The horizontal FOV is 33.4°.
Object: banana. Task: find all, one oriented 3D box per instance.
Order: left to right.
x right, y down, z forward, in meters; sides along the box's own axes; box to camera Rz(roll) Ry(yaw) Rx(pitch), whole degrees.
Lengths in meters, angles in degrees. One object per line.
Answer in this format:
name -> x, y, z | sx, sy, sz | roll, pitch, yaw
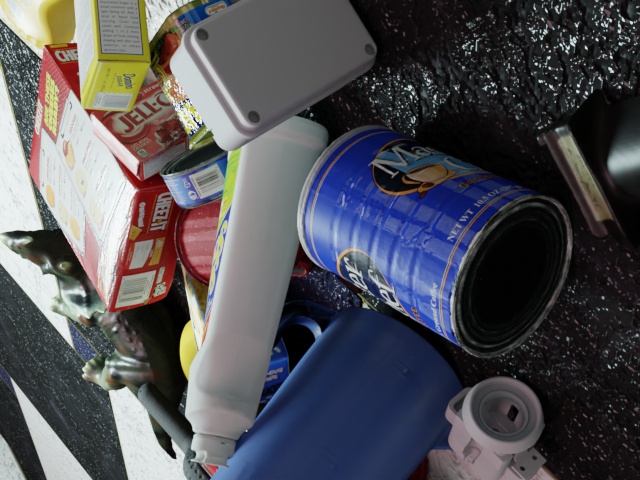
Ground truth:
banana -> -0.135, 0.133, 1.251 | 0.070, 0.037, 0.198 | 27, 146, 18

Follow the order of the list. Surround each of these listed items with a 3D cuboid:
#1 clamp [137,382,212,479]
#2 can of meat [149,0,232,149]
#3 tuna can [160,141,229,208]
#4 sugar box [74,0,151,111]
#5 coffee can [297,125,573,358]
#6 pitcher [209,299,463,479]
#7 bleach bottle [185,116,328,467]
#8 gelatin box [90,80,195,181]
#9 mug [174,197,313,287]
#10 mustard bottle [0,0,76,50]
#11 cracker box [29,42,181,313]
clamp -> -0.129, 0.243, 1.203 | 0.164, 0.036, 0.210 | 31, -168, -24
can of meat -> -0.083, -0.126, 0.799 | 0.084, 0.057, 0.102 | 61, 152, 0
tuna can -> -0.087, -0.061, 0.885 | 0.086, 0.086, 0.033 | 5, 126, 59
sugar box -> -0.164, -0.198, 0.823 | 0.093, 0.048, 0.176 | 141, 127, -64
coffee can -> 0.068, -0.003, 0.661 | 0.140, 0.102, 0.103 | 29, 143, 43
pitcher -> -0.013, 0.170, 0.827 | 0.149, 0.242, 0.145 | 14, 141, 41
bleach bottle -> -0.054, 0.038, 0.781 | 0.068, 0.251, 0.103 | 13, 166, -11
gelatin box -> -0.143, -0.100, 0.931 | 0.073, 0.089, 0.030 | 44, 149, 25
mug -> -0.056, 0.001, 0.914 | 0.117, 0.093, 0.082 | 34, 160, -28
mustard bottle -> -0.259, -0.260, 0.986 | 0.096, 0.058, 0.192 | 55, 155, 7
cracker box -> -0.204, -0.064, 1.029 | 0.214, 0.071, 0.164 | 54, 140, 32
